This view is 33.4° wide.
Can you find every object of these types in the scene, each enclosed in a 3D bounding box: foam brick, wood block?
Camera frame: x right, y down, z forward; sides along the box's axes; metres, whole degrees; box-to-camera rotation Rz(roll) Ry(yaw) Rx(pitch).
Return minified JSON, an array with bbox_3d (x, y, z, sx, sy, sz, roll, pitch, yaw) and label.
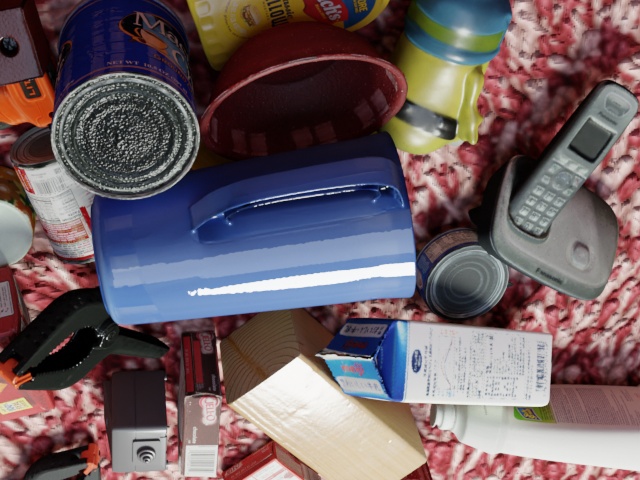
[{"bbox_3d":[-0.234,-0.137,0.742,0.078,0.051,0.053,-12,118,0],"label":"foam brick"},{"bbox_3d":[0.004,0.160,1.052,0.090,0.091,0.206,-36,125,16],"label":"wood block"}]

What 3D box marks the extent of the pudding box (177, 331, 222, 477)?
[{"bbox_3d":[-0.117,0.158,1.028,0.039,0.090,0.113,2,126,-11],"label":"pudding box"}]

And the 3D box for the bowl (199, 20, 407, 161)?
[{"bbox_3d":[-0.018,-0.119,0.812,0.162,0.055,0.162,-12,160,-5],"label":"bowl"}]

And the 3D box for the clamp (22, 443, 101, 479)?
[{"bbox_3d":[-0.278,0.274,1.116,0.172,0.039,0.120,-33,132,22],"label":"clamp"}]

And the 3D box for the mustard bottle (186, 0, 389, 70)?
[{"bbox_3d":[-0.004,-0.197,0.806,0.191,0.058,0.096,-16,130,1],"label":"mustard bottle"}]

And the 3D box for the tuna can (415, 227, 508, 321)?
[{"bbox_3d":[0.132,0.033,0.999,0.086,0.034,0.086,-7,121,-13],"label":"tuna can"}]

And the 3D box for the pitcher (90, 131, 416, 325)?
[{"bbox_3d":[-0.051,-0.008,0.827,0.242,0.145,0.149,-9,118,-5],"label":"pitcher"}]

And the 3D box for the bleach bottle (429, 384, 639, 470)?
[{"bbox_3d":[0.239,0.188,1.125,0.250,0.102,0.068,6,116,-8],"label":"bleach bottle"}]

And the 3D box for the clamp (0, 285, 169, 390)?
[{"bbox_3d":[-0.186,0.062,0.910,0.209,0.036,0.165,-23,138,-53],"label":"clamp"}]

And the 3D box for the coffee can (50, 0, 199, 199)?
[{"bbox_3d":[-0.145,-0.111,0.791,0.102,0.140,0.103,-5,127,-7],"label":"coffee can"}]

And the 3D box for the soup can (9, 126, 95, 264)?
[{"bbox_3d":[-0.206,-0.040,0.878,0.068,0.068,0.102,-15,127,1],"label":"soup can"}]

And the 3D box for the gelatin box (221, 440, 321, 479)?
[{"bbox_3d":[-0.052,0.263,1.156,0.073,0.030,0.089,-35,124,17],"label":"gelatin box"}]
